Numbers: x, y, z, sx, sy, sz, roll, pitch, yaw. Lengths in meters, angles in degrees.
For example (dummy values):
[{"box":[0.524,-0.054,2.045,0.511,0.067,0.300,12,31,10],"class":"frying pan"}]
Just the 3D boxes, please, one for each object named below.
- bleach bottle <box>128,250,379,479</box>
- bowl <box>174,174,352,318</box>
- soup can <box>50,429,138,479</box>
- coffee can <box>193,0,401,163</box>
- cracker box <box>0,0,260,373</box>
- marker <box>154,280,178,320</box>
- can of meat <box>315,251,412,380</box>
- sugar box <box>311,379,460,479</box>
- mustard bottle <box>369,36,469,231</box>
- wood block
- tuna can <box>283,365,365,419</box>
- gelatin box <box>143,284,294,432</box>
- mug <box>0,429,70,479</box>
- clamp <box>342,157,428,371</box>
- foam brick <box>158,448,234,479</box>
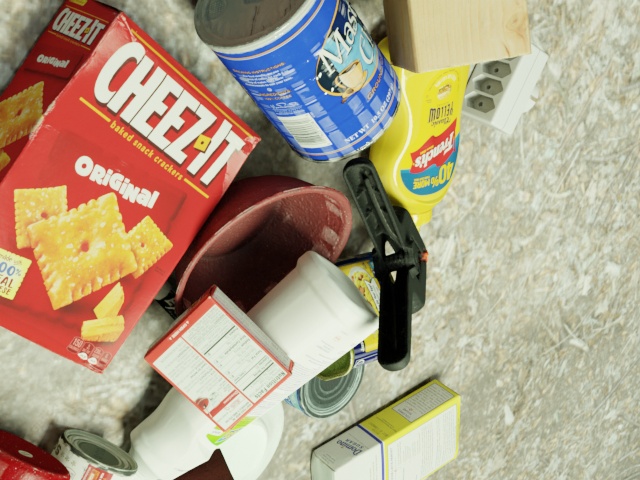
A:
[{"box":[-0.072,0.118,0.869,0.251,0.068,0.102,-40,154,7],"class":"bleach bottle"},{"box":[-0.056,0.001,0.844,0.162,0.055,0.162,-28,149,-19],"class":"bowl"},{"box":[-0.195,0.208,0.836,0.068,0.069,0.102,27,92,-48],"class":"soup can"},{"box":[-0.014,-0.138,0.793,0.102,0.103,0.140,-52,138,-9],"class":"coffee can"},{"box":[-0.159,-0.032,0.734,0.213,0.072,0.164,-56,138,-5],"class":"cracker box"},{"box":[-0.118,0.051,0.859,0.020,0.020,0.121,-49,137,-13],"class":"marker"},{"box":[0.027,0.064,0.955,0.083,0.058,0.102,-13,82,-42],"class":"can of meat"},{"box":[0.070,0.225,1.121,0.175,0.048,0.093,-22,126,-30],"class":"sugar box"},{"box":[0.085,-0.089,0.950,0.096,0.058,0.192,-23,127,-41],"class":"mustard bottle"},{"box":[0.091,-0.237,0.791,0.090,0.090,0.206,-11,105,-7],"class":"wood block"},{"box":[0.002,0.123,1.001,0.085,0.034,0.086,-20,121,-38],"class":"tuna can"},{"box":[-0.075,0.090,0.805,0.073,0.030,0.089,-43,100,14],"class":"gelatin box"},{"box":[-0.245,0.182,0.769,0.117,0.093,0.081,29,84,-12],"class":"mug"},{"box":[0.064,0.027,0.892,0.209,0.036,0.164,24,58,-74],"class":"clamp"},{"box":[-0.112,0.224,0.920,0.078,0.051,0.053,-15,122,-14],"class":"foam brick"}]
